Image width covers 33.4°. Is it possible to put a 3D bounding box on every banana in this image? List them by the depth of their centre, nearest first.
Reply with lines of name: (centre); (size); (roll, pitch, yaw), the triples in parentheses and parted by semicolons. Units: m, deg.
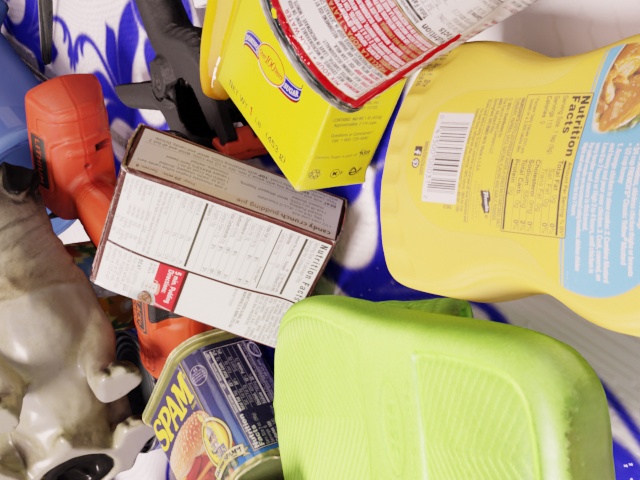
banana: (-0.043, -0.166, 0.518); (0.037, 0.069, 0.198); (28, 138, 33)

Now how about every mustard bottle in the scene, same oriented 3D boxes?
mustard bottle: (0.099, -0.019, 0.343); (0.192, 0.058, 0.096); (10, 86, 56)

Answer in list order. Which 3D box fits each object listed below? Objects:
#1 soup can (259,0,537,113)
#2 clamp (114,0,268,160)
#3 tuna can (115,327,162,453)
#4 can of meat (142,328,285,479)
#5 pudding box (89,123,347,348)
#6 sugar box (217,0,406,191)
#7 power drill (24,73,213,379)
soup can: (0.037, -0.099, 0.377); (0.102, 0.068, 0.068); (-28, 72, 26)
clamp: (-0.084, -0.091, 0.632); (0.171, 0.039, 0.120); (58, 154, 33)
tuna can: (-0.116, 0.101, 0.734); (0.086, 0.033, 0.086); (22, 116, 53)
can of meat: (-0.055, 0.112, 0.623); (0.084, 0.057, 0.102); (59, 142, 26)
pudding box: (-0.054, 0.001, 0.545); (0.039, 0.113, 0.090); (-80, 12, -47)
sugar box: (0.010, -0.118, 0.471); (0.093, 0.048, 0.176); (54, 140, 35)
power drill: (-0.124, -0.026, 0.665); (0.188, 0.057, 0.184); (49, 147, 38)
